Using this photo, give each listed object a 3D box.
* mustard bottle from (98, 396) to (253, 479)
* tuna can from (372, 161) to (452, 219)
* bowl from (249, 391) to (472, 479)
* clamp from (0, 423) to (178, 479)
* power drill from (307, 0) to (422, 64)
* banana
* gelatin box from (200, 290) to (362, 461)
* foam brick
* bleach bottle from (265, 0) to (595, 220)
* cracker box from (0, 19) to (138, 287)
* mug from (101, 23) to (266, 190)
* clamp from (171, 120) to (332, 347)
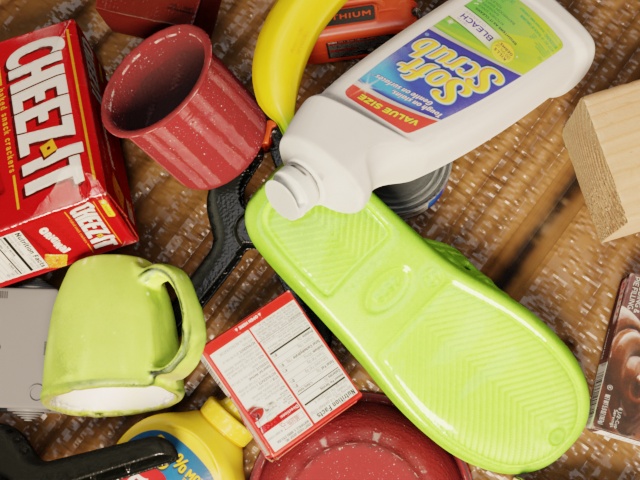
[{"bbox_3d":[-0.108,0.176,0.728,0.096,0.058,0.191,39,85,17],"label":"mustard bottle"},{"bbox_3d":[0.052,-0.058,0.767,0.086,0.034,0.086,-1,81,4],"label":"tuna can"},{"bbox_3d":[0.026,0.182,0.719,0.162,0.055,0.162,-1,80,4],"label":"bowl"},{"bbox_3d":[-0.200,0.171,0.713,0.210,0.036,0.164,24,74,31],"label":"clamp"},{"bbox_3d":[-0.002,-0.228,0.787,0.184,0.057,0.187,-6,81,7],"label":"power drill"},{"bbox_3d":[0.008,-0.158,0.730,0.069,0.037,0.198,33,87,-6],"label":"banana"},{"bbox_3d":[-0.028,0.090,0.711,0.073,0.030,0.089,-33,84,-16],"label":"gelatin box"},{"bbox_3d":[-0.119,-0.179,0.791,0.078,0.051,0.053,14,83,7],"label":"foam brick"},{"bbox_3d":[0.068,-0.086,0.704,0.250,0.068,0.102,-38,78,-29],"label":"bleach bottle"},{"bbox_3d":[-0.250,-0.048,0.745,0.213,0.072,0.164,-18,59,2],"label":"cracker box"},{"bbox_3d":[-0.100,-0.089,0.748,0.117,0.081,0.093,6,64,39],"label":"mug"},{"bbox_3d":[-0.055,0.001,0.764,0.120,0.039,0.171,-2,78,-2],"label":"clamp"}]
